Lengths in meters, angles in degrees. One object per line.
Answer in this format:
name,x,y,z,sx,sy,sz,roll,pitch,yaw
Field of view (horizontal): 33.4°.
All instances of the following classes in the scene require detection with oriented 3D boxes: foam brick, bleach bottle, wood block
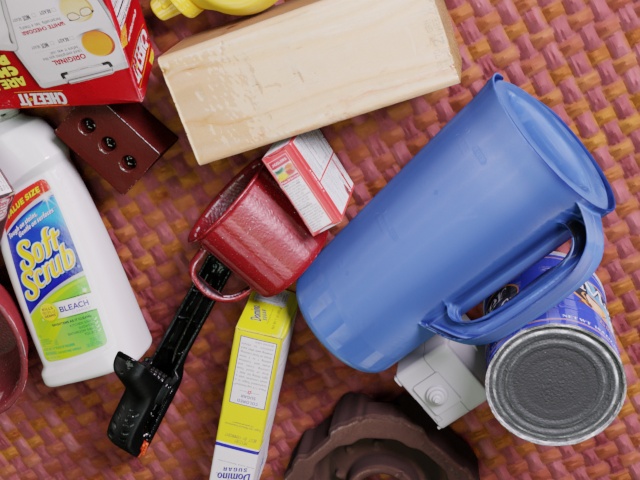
foam brick,-0.167,-0.086,0.877,0.078,0.051,0.053,42,112,-9
bleach bottle,-0.236,-0.003,0.917,0.103,0.068,0.251,-16,106,18
wood block,-0.004,-0.138,0.810,0.206,0.090,0.090,-16,108,15

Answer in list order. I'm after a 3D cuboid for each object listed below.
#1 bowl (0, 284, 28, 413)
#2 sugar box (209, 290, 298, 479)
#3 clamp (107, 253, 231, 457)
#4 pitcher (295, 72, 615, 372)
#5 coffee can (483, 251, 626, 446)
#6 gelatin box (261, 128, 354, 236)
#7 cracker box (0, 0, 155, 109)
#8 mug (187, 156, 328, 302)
bowl,-0.321,0.078,0.956,0.162,0.055,0.162,8,118,15
sugar box,-0.060,0.135,0.927,0.048,0.093,0.176,15,113,3
clamp,-0.139,0.112,0.929,0.036,0.164,0.210,30,137,8
pitcher,0.099,0.004,0.823,0.145,0.149,0.243,45,116,-4
coffee can,0.181,0.081,0.843,0.103,0.140,0.103,3,112,7
gelatin box,-0.008,-0.053,0.846,0.030,0.089,0.073,-29,105,19
cracker box,-0.227,-0.197,0.771,0.164,0.072,0.213,-1,139,10
mug,-0.056,0.001,0.871,0.081,0.093,0.117,42,89,-14
